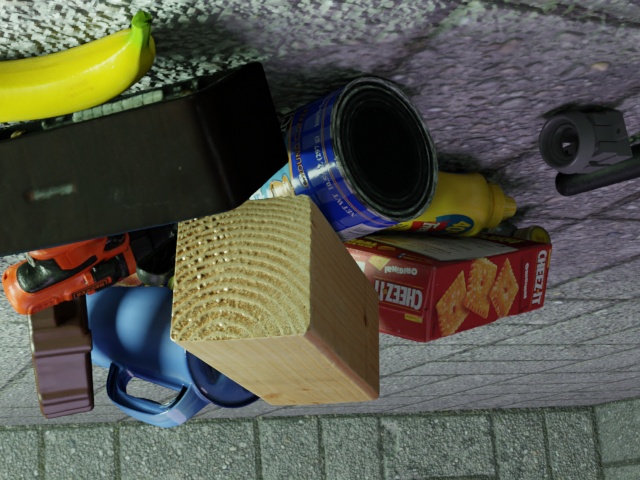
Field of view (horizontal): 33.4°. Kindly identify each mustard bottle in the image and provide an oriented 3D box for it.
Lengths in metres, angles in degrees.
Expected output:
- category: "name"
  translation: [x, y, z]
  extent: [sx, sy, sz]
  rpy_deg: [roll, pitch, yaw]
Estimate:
- category: "mustard bottle"
  translation: [0.087, -0.034, 0.922]
  extent: [0.191, 0.058, 0.096]
  rpy_deg: [2, 170, -26]

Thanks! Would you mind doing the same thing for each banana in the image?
- category: "banana"
  translation: [-0.177, -0.100, 0.640]
  extent: [0.198, 0.037, 0.069]
  rpy_deg: [-10, 147, 16]

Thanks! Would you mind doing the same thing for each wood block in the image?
- category: "wood block"
  translation: [-0.022, 0.050, 0.739]
  extent: [0.090, 0.091, 0.206]
  rpy_deg: [-5, 159, 14]

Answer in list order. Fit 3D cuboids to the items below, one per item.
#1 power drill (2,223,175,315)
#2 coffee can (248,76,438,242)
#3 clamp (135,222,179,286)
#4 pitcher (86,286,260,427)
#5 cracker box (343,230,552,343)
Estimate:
- category: "power drill"
  translation: [-0.177, -0.007, 0.877]
  extent: [0.184, 0.057, 0.188]
  rpy_deg: [-26, 168, -16]
- category: "coffee can"
  translation: [-0.002, -0.045, 0.763]
  extent: [0.102, 0.103, 0.141]
  rpy_deg: [9, 160, -42]
- category: "clamp"
  translation: [-0.097, -0.016, 0.863]
  extent: [0.039, 0.120, 0.171]
  rpy_deg: [26, 178, 7]
- category: "pitcher"
  translation: [-0.165, 0.104, 1.136]
  extent: [0.148, 0.145, 0.243]
  rpy_deg: [-6, -174, -44]
- category: "cracker box"
  translation: [0.086, 0.030, 0.958]
  extent: [0.164, 0.072, 0.213]
  rpy_deg: [12, -169, 36]
